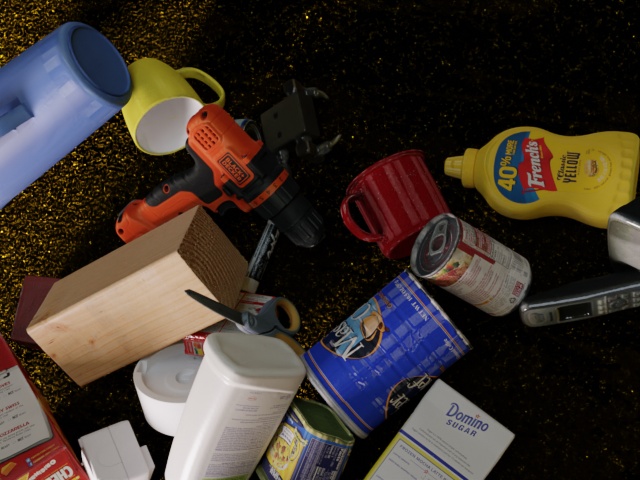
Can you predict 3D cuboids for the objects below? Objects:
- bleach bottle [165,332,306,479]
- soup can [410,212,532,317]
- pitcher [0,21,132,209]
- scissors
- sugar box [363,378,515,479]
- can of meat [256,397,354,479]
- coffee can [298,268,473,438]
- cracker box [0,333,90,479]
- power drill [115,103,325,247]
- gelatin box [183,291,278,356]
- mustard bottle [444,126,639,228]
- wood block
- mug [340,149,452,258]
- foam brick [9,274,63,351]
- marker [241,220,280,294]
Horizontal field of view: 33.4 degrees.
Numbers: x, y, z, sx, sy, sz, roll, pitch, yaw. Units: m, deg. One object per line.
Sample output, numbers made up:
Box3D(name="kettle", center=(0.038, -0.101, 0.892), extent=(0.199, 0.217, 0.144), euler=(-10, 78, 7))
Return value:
Box3D(name="bleach bottle", center=(-0.107, 0.209, 1.040), extent=(0.068, 0.102, 0.251), euler=(47, 119, 43))
Box3D(name="soup can", center=(0.148, 0.025, 1.041), extent=(0.069, 0.102, 0.068), euler=(-42, 33, 35))
Box3D(name="pitcher", center=(-0.333, -0.134, 1.189), extent=(0.243, 0.144, 0.149), euler=(-31, 54, 25))
Box3D(name="scissors", center=(-0.068, 0.069, 1.064), extent=(0.016, 0.201, 0.096), euler=(-22, 43, 24))
Box3D(name="sugar box", center=(0.097, 0.230, 1.016), extent=(0.093, 0.048, 0.176), euler=(37, 76, 13))
Box3D(name="can of meat", center=(-0.014, 0.208, 1.033), extent=(0.057, 0.102, 0.084), euler=(19, 98, -21))
Box3D(name="coffee can", center=(0.063, 0.111, 1.048), extent=(0.140, 0.102, 0.103), euler=(-40, 66, 1))
Box3D(name="cracker box", center=(-0.357, 0.214, 1.105), extent=(0.164, 0.072, 0.214), euler=(-33, 42, -14))
Box3D(name="power drill", center=(-0.110, -0.028, 1.126), extent=(0.188, 0.057, 0.184), euler=(-38, 100, 27))
Box3D(name="gelatin box", center=(-0.093, 0.089, 1.119), extent=(0.073, 0.030, 0.089), euler=(6, 33, 18))
Box3D(name="mustard bottle", center=(0.221, -0.068, 1.082), extent=(0.192, 0.058, 0.096), euler=(6, 74, 19))
Box3D(name="wood block", center=(-0.188, 0.060, 1.104), extent=(0.206, 0.090, 0.090), euler=(-27, 26, 24))
Box3D(name="mug", center=(0.075, -0.032, 1.091), extent=(0.117, 0.093, 0.081), euler=(-15, 69, -32))
Box3D(name="foam brick", center=(-0.305, 0.084, 1.198), extent=(0.051, 0.053, 0.078), euler=(4, 73, 18))
Box3D(name="marker", center=(-0.058, 0.001, 1.166), extent=(0.020, 0.020, 0.121), euler=(18, 79, 21))
